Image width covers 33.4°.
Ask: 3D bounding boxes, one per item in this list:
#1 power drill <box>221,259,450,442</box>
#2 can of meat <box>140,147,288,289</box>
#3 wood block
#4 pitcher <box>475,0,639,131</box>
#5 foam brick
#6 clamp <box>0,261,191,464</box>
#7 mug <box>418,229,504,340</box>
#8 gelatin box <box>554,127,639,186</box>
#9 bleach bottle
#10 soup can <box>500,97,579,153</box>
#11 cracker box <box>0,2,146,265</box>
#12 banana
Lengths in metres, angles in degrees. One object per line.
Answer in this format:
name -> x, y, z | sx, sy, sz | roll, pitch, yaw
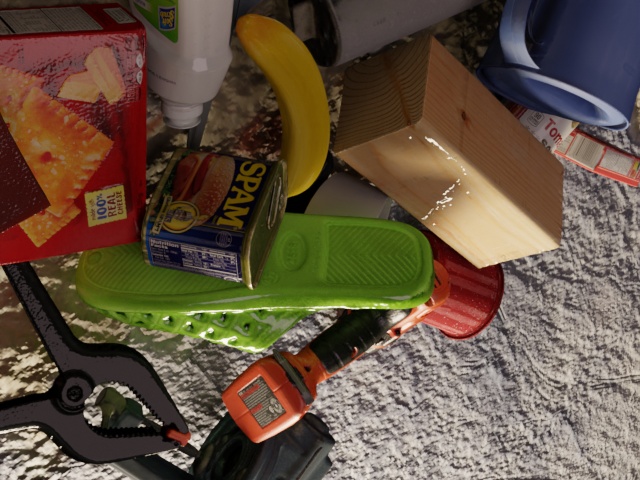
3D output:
power drill -> 0.007, 0.094, 0.908 | 0.187, 0.057, 0.185 | -34, 173, -34
can of meat -> -0.077, -0.020, 0.787 | 0.057, 0.084, 0.102 | 89, 15, -47
wood block -> 0.115, -0.069, 0.903 | 0.205, 0.090, 0.090 | 36, 51, -37
pitcher -> 0.227, -0.224, 0.874 | 0.145, 0.149, 0.243 | 22, 89, -7
foam brick -> -0.210, -0.048, 0.653 | 0.053, 0.051, 0.078 | -30, 129, -14
clamp -> -0.191, 0.102, 0.809 | 0.209, 0.036, 0.164 | 20, 87, -22
mug -> 0.103, 0.044, 1.007 | 0.081, 0.093, 0.117 | 22, 139, -36
gelatin box -> 0.258, -0.087, 1.025 | 0.073, 0.089, 0.030 | 13, 106, -39
bleach bottle -> -0.100, -0.195, 0.720 | 0.067, 0.103, 0.251 | -24, 135, -33
soup can -> 0.212, -0.128, 0.984 | 0.102, 0.069, 0.068 | -47, 132, -1
cracker box -> -0.224, -0.066, 0.715 | 0.213, 0.072, 0.164 | -10, 121, -29
banana -> -0.023, -0.098, 0.804 | 0.069, 0.037, 0.198 | -45, 148, -30
